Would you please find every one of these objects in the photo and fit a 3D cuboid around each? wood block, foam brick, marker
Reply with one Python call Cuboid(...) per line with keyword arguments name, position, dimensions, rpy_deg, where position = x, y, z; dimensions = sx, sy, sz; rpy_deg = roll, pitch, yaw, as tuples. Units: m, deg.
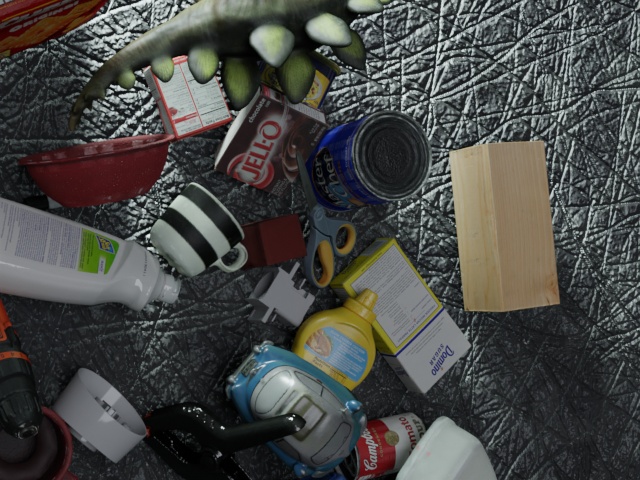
Cuboid(name="wood block", position=(0.232, -0.017, 1.351), dimensions=(0.090, 0.090, 0.206), rpy_deg=(-5, 90, -26))
Cuboid(name="foam brick", position=(-0.058, 0.001, 1.218), dimensions=(0.052, 0.078, 0.051), rpy_deg=(-13, 91, -26))
Cuboid(name="marker", position=(-0.264, -0.049, 1.154), dimensions=(0.120, 0.020, 0.020), rpy_deg=(-15, 93, -26))

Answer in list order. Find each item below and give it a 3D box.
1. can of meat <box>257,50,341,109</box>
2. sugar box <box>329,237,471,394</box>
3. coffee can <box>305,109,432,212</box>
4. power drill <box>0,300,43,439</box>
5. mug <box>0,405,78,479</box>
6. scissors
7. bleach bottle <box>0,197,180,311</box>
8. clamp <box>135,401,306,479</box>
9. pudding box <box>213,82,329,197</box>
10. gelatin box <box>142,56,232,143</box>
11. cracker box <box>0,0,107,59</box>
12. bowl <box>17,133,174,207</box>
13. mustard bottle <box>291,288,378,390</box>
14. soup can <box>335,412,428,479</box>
Cuboid(name="can of meat", position=(-0.039, -0.186, 1.251), dimensions=(0.102, 0.058, 0.084), rpy_deg=(30, 76, -21))
Cuboid(name="sugar box", position=(0.098, 0.092, 1.305), dimensions=(0.093, 0.048, 0.176), rpy_deg=(-41, 107, -20))
Cuboid(name="coffee can", position=(0.050, -0.090, 1.240), dimensions=(0.102, 0.141, 0.103), rpy_deg=(2, 86, -25))
Cuboid(name="power drill", position=(-0.373, 0.138, 1.023), dimensions=(0.187, 0.185, 0.057), rpy_deg=(-16, 137, -23))
Cuboid(name="mug", position=(-0.297, 0.215, 1.086), dimensions=(0.117, 0.082, 0.093), rpy_deg=(37, 73, -20))
Cuboid(name="scissors", position=(0.007, -0.035, 1.231), dimensions=(0.096, 0.016, 0.202), rpy_deg=(-37, 137, -39))
Cuboid(name="bleach bottle", position=(-0.267, 0.026, 1.114), dimensions=(0.250, 0.068, 0.102), rpy_deg=(19, 50, -25))
Cuboid(name="clamp", position=(-0.103, 0.218, 1.125), dimensions=(0.036, 0.210, 0.165), rpy_deg=(-34, 142, -53))
Cuboid(name="pudding box", position=(-0.057, -0.113, 1.215), dimensions=(0.090, 0.039, 0.114), rpy_deg=(22, 118, -23))
Cuboid(name="gelatin box", position=(-0.151, -0.164, 1.211), dimensions=(0.073, 0.030, 0.089), rpy_deg=(-23, 97, -26))
Cuboid(name="cracker box", position=(-0.282, -0.243, 1.051), dimensions=(0.164, 0.214, 0.072), rpy_deg=(-29, 99, -24))
Cuboid(name="bowl", position=(-0.226, -0.070, 1.101), dimensions=(0.161, 0.162, 0.055), rpy_deg=(-14, 102, -26))
Cuboid(name="mustard bottle", position=(0.008, 0.139, 1.231), dimensions=(0.096, 0.058, 0.191), rpy_deg=(35, 85, -15))
Cuboid(name="soup can", position=(0.072, 0.245, 1.270), dimensions=(0.102, 0.069, 0.068), rpy_deg=(-6, 89, -26))
